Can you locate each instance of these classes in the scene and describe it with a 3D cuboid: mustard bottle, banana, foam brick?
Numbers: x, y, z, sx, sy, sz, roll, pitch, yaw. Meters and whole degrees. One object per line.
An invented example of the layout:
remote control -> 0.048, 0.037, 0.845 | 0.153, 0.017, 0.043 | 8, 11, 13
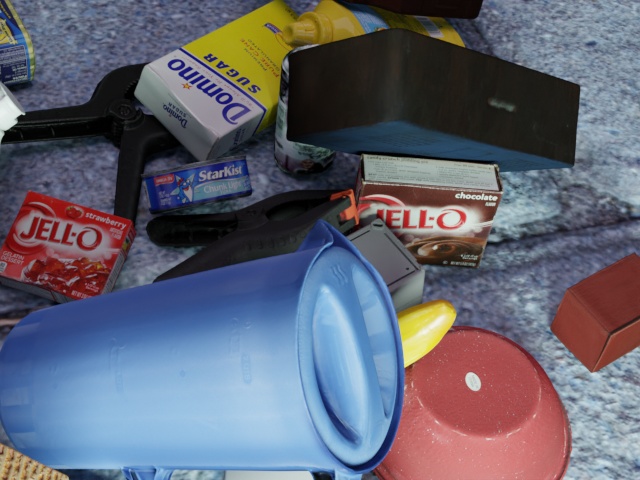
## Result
mustard bottle -> 0.044, -0.178, 0.961 | 0.191, 0.058, 0.096 | -3, 49, -42
banana -> 0.001, 0.074, 0.758 | 0.198, 0.069, 0.037 | -1, 31, 20
foam brick -> 0.227, 0.056, 0.829 | 0.078, 0.053, 0.051 | -24, 56, -26

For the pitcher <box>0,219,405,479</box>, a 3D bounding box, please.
pitcher -> -0.079, 0.092, 0.658 | 0.243, 0.145, 0.149 | -10, 28, 28

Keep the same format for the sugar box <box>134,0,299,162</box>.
sugar box -> -0.068, -0.145, 0.947 | 0.093, 0.048, 0.175 | 45, 48, 9

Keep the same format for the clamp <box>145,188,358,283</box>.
clamp -> -0.055, 0.001, 0.808 | 0.171, 0.039, 0.120 | -14, 34, 6

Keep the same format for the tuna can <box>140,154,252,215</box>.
tuna can -> -0.098, -0.044, 0.855 | 0.086, 0.086, 0.034 | -12, 94, -17

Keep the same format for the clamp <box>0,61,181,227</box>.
clamp -> -0.181, -0.102, 0.921 | 0.164, 0.036, 0.209 | 30, 51, 7

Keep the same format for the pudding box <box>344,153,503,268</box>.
pudding box -> 0.080, -0.022, 0.853 | 0.113, 0.090, 0.039 | 2, 48, -6

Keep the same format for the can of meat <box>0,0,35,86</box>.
can of meat -> -0.313, -0.178, 0.962 | 0.083, 0.057, 0.102 | -18, 54, -24

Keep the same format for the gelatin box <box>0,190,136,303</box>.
gelatin box -> -0.196, 0.009, 0.816 | 0.089, 0.030, 0.073 | 17, 69, 8

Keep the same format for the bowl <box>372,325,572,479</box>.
bowl -> 0.106, 0.116, 0.760 | 0.162, 0.055, 0.162 | 3, 48, -4
